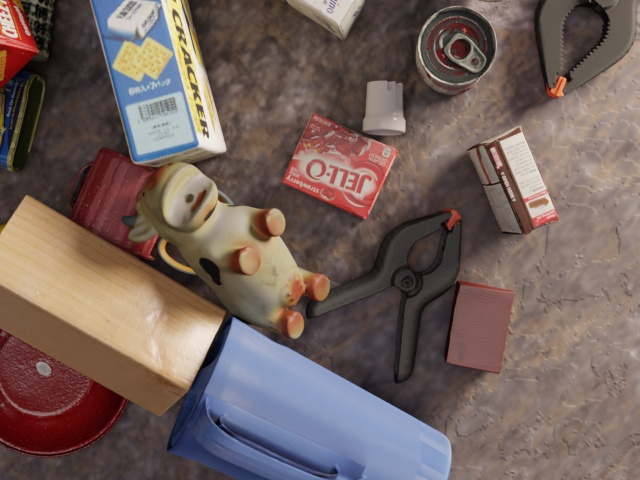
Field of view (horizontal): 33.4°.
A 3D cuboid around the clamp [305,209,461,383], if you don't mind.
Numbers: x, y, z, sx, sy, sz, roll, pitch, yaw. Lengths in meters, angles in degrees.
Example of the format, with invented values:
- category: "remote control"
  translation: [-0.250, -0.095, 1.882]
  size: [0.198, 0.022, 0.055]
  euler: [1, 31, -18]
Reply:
- category: "clamp"
  translation: [0.083, 0.049, 1.012]
  size: [0.171, 0.039, 0.120]
  euler: [-44, 104, 2]

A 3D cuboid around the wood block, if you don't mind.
- category: "wood block"
  translation: [-0.203, 0.061, 0.959]
  size: [0.206, 0.091, 0.090]
  euler: [31, 55, -10]

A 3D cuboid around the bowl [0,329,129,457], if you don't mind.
- category: "bowl"
  translation: [-0.257, 0.123, 1.008]
  size: [0.162, 0.055, 0.162]
  euler: [2, 77, -9]

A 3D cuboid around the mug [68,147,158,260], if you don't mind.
- category: "mug"
  translation: [-0.193, -0.040, 1.011]
  size: [0.117, 0.093, 0.081]
  euler: [23, 90, 37]

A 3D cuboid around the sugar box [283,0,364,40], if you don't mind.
- category: "sugar box"
  translation: [-0.042, -0.253, 0.979]
  size: [0.176, 0.093, 0.048]
  euler: [31, 95, 1]

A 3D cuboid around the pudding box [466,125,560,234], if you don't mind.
- category: "pudding box"
  translation: [0.172, -0.052, 0.962]
  size: [0.039, 0.113, 0.090]
  euler: [-24, 92, 2]

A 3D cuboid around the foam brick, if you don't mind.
- category: "foam brick"
  translation: [0.148, 0.080, 1.002]
  size: [0.053, 0.051, 0.078]
  euler: [11, 94, 5]

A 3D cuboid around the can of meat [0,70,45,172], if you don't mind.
- category: "can of meat"
  translation: [-0.319, -0.122, 1.025]
  size: [0.084, 0.057, 0.102]
  euler: [15, 95, 1]

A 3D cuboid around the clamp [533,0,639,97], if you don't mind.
- category: "clamp"
  translation: [0.267, -0.228, 0.983]
  size: [0.164, 0.036, 0.210]
  euler: [16, 96, 4]

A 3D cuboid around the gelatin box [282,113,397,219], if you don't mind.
- category: "gelatin box"
  translation: [0.019, -0.070, 1.014]
  size: [0.089, 0.030, 0.073]
  euler: [25, 95, 3]

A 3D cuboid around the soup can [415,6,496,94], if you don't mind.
- category: "soup can"
  translation: [0.121, -0.169, 0.965]
  size: [0.068, 0.102, 0.068]
  euler: [0, 93, 4]

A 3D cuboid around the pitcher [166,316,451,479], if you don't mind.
- category: "pitcher"
  translation: [-0.008, 0.181, 0.963]
  size: [0.242, 0.145, 0.149]
  euler: [26, 56, -7]
